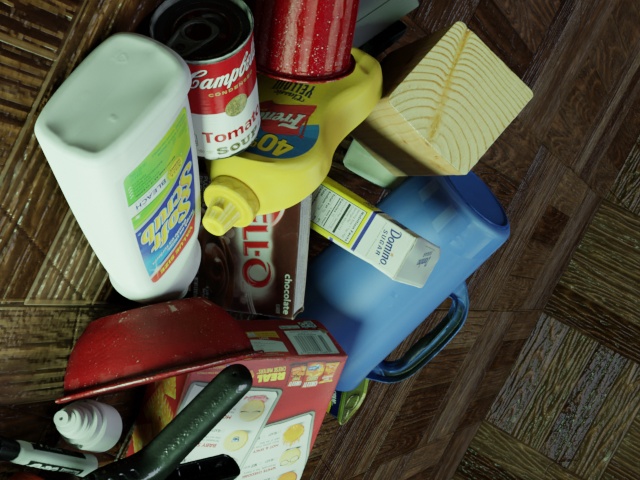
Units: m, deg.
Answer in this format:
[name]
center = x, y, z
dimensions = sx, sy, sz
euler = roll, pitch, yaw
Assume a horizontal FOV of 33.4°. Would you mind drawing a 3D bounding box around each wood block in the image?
[wood block]
center = 0.091, -0.118, 0.943
dimensions = 0.091, 0.090, 0.206
euler = -48, -170, -5

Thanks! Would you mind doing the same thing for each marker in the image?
[marker]
center = -0.214, 0.166, 0.819
dimensions = 0.020, 0.020, 0.121
euler = -59, 148, -3

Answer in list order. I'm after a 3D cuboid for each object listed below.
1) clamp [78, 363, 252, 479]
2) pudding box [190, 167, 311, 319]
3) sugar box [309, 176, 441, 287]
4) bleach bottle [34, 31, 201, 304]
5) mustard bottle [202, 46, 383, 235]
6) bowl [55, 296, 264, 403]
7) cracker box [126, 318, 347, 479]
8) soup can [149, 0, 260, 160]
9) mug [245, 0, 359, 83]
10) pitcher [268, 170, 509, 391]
[clamp]
center = -0.137, 0.192, 0.821
dimensions = 0.209, 0.036, 0.164
euler = -33, 152, -22
[pudding box]
center = -0.056, 0.001, 0.857
dimensions = 0.039, 0.090, 0.113
euler = -32, 127, -68
[sugar box]
center = 0.014, -0.024, 0.908
dimensions = 0.048, 0.176, 0.093
euler = -62, 160, 4
[bleach bottle]
center = -0.121, -0.028, 0.752
dimensions = 0.102, 0.068, 0.251
euler = -53, 161, -21
[mustard bottle]
center = -0.033, -0.076, 0.810
dimensions = 0.191, 0.096, 0.058
euler = -57, 153, -33
[bowl]
center = -0.127, 0.080, 0.818
dimensions = 0.162, 0.162, 0.055
euler = 0, 76, -67
[cracker box]
center = -0.088, 0.176, 1.005
dimensions = 0.163, 0.072, 0.214
euler = 1, 122, -33
[soup can]
center = -0.077, -0.112, 0.733
dimensions = 0.068, 0.068, 0.102
euler = -50, 158, -27
[mug]
center = -0.024, -0.169, 0.771
dimensions = 0.117, 0.093, 0.081
euler = -6, 126, -23
[pitcher]
center = 0.077, 0.036, 1.070
dimensions = 0.243, 0.145, 0.149
euler = -44, 156, 24
